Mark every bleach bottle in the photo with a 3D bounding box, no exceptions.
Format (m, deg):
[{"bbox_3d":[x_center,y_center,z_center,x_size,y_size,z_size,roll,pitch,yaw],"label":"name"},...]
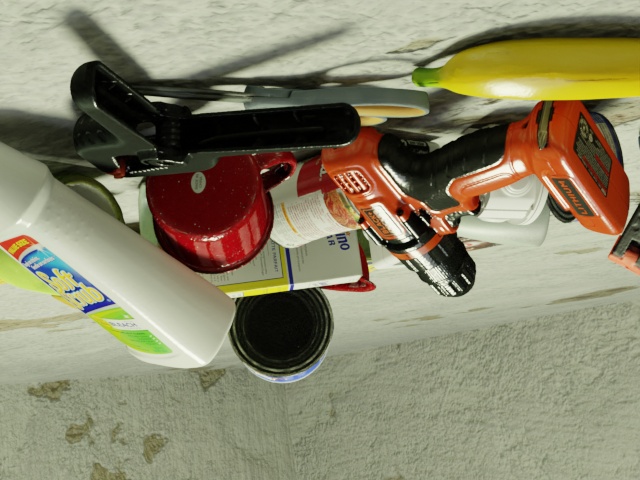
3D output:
[{"bbox_3d":[-0.172,0.003,0.733,0.103,0.068,0.250,3,151,44],"label":"bleach bottle"}]

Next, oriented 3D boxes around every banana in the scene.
[{"bbox_3d":[0.160,-0.109,0.661,0.197,0.037,0.070,-2,-161,-12],"label":"banana"}]

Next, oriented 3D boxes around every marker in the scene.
[{"bbox_3d":[0.049,-0.072,0.823,0.120,0.020,0.020,2,166,-45],"label":"marker"}]

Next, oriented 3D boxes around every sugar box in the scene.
[{"bbox_3d":[-0.056,0.001,0.952,0.176,0.093,0.048,-6,171,-6],"label":"sugar box"}]

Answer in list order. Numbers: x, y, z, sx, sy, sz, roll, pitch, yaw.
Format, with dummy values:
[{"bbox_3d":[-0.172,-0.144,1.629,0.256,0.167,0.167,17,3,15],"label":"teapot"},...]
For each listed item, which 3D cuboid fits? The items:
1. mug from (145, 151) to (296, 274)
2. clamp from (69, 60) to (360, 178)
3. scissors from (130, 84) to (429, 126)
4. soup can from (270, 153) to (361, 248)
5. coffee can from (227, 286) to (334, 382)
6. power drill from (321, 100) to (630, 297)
[{"bbox_3d":[-0.070,-0.034,0.772,0.117,0.093,0.081,-25,167,-6],"label":"mug"},{"bbox_3d":[-0.083,-0.064,0.647,0.164,0.036,0.210,6,173,-21],"label":"clamp"},{"bbox_3d":[-0.032,-0.087,0.683,0.201,0.016,0.096,1,177,-6],"label":"scissors"},{"bbox_3d":[0.005,-0.035,0.859,0.102,0.068,0.068,-16,167,42],"label":"soup can"},{"bbox_3d":[-0.039,0.090,1.078,0.103,0.103,0.140,-7,171,-2],"label":"coffee can"},{"bbox_3d":[0.117,-0.026,0.758,0.188,0.057,0.184,-12,137,36],"label":"power drill"}]
